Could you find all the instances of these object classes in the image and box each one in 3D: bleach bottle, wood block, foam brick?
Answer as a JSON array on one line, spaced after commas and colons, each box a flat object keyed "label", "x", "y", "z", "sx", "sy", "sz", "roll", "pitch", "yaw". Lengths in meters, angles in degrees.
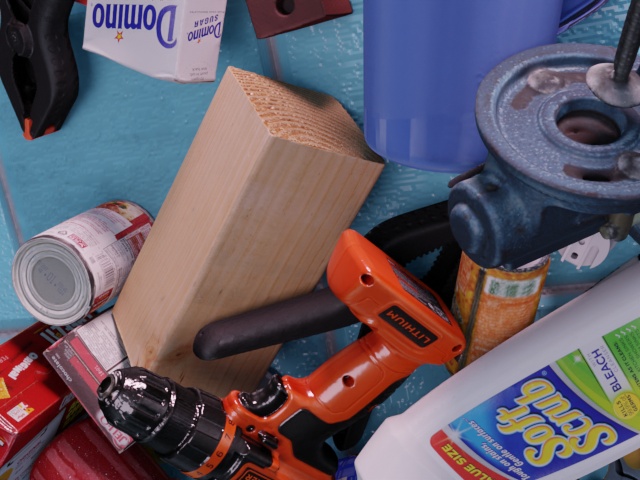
[{"label": "bleach bottle", "x": 0.123, "y": 0.115, "z": 0.649, "sx": 0.251, "sy": 0.068, "sz": 0.102, "roll": -33, "pitch": 98, "yaw": 2}, {"label": "wood block", "x": -0.054, "y": 0.001, "z": 0.721, "sx": 0.206, "sy": 0.090, "sz": 0.091, "roll": -61, "pitch": 37, "yaw": 24}, {"label": "foam brick", "x": -0.021, "y": -0.176, "z": 0.693, "sx": 0.053, "sy": 0.051, "sz": 0.078, "roll": -13, "pitch": 101, "yaw": 24}]

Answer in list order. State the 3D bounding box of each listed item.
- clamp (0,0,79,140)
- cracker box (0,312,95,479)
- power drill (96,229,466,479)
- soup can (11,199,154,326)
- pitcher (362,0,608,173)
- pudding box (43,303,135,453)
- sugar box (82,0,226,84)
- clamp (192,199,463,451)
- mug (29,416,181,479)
[{"label": "clamp", "x": -0.198, "y": -0.151, "z": 0.760, "sx": 0.120, "sy": 0.039, "sz": 0.171, "roll": 23, "pitch": 128, "yaw": 43}, {"label": "cracker box", "x": -0.253, "y": 0.165, "z": 0.825, "sx": 0.072, "sy": 0.164, "sz": 0.214, "roll": 36, "pitch": 115, "yaw": 6}, {"label": "power drill", "x": -0.018, "y": 0.083, "z": 0.662, "sx": 0.188, "sy": 0.057, "sz": 0.184, "roll": -45, "pitch": 125, "yaw": 16}, {"label": "soup can", "x": -0.169, "y": 0.015, "z": 0.781, "sx": 0.069, "sy": 0.102, "sz": 0.068, "roll": 6, "pitch": 108, "yaw": 19}, {"label": "pitcher", "x": 0.095, "y": -0.167, "z": 0.617, "sx": 0.149, "sy": 0.144, "sz": 0.243, "roll": 17, "pitch": 116, "yaw": 34}, {"label": "pudding box", "x": -0.140, "y": 0.093, "z": 0.787, "sx": 0.039, "sy": 0.113, "sz": 0.090, "roll": -36, "pitch": 91, "yaw": 23}, {"label": "sugar box", "x": -0.099, "y": -0.195, "z": 0.675, "sx": 0.093, "sy": 0.048, "sz": 0.176, "roll": 24, "pitch": 112, "yaw": 33}, {"label": "clamp", "x": 0.028, "y": 0.042, "z": 0.708, "sx": 0.164, "sy": 0.036, "sz": 0.210, "roll": 31, "pitch": 107, "yaw": -37}, {"label": "mug", "x": -0.170, "y": 0.194, "z": 0.804, "sx": 0.081, "sy": 0.093, "sz": 0.117, "roll": 43, "pitch": 104, "yaw": 22}]
